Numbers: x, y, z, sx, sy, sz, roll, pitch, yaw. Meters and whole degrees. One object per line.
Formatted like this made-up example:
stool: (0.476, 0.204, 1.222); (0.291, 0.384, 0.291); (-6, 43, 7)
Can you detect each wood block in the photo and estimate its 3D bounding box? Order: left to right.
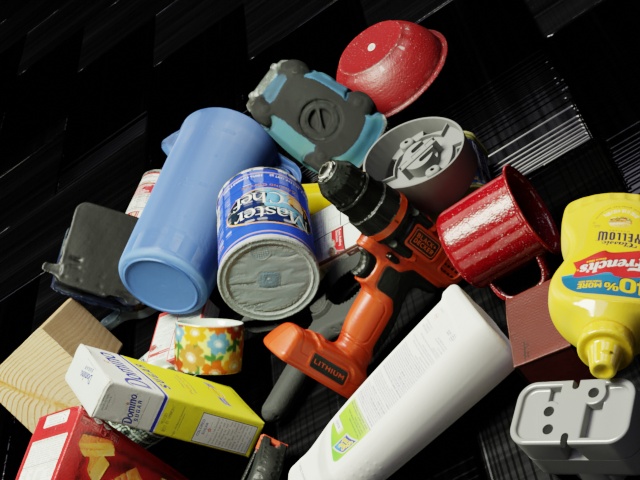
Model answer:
wood block: (-0.298, 0.140, 1.215); (0.090, 0.091, 0.206); (-44, 7, 2)

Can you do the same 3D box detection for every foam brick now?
foam brick: (0.189, 0.081, 0.876); (0.053, 0.051, 0.078); (-26, 37, 26)

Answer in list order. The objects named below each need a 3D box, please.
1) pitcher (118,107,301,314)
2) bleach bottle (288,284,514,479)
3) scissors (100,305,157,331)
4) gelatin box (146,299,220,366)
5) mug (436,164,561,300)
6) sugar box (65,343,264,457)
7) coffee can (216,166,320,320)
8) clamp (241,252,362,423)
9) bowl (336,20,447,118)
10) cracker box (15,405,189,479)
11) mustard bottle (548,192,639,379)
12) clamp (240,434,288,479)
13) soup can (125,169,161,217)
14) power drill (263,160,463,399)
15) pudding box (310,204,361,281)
pitcher: (-0.134, -0.032, 1.259); (0.149, 0.145, 0.242); (-24, 33, 39)
bleach bottle: (0.055, 0.155, 0.926); (0.251, 0.068, 0.102); (-44, 19, 7)
scissors: (-0.263, 0.089, 1.375); (0.202, 0.016, 0.096); (-27, 35, 23)
gelatin box: (-0.158, 0.114, 1.224); (0.073, 0.030, 0.089); (-22, 38, 27)
mug: (0.165, 0.002, 0.969); (0.082, 0.093, 0.117); (-33, 71, 24)
sugar box: (-0.151, 0.155, 1.038); (0.093, 0.176, 0.048); (31, 96, 56)
coffee can: (-0.057, 0.001, 1.117); (0.103, 0.102, 0.140); (-33, 31, 15)
clamp: (0.006, 0.083, 1.080); (0.210, 0.036, 0.164); (-35, 35, 18)
bowl: (0.075, -0.221, 1.325); (0.162, 0.055, 0.162); (-27, 37, 23)
cracker box: (-0.210, 0.283, 0.972); (0.072, 0.164, 0.213); (-22, 39, 32)
mustard bottle: (0.228, 0.037, 0.831); (0.096, 0.058, 0.191); (6, 38, 17)
clamp: (-0.066, 0.244, 0.942); (0.120, 0.039, 0.171); (-46, 20, 56)
soup can: (-0.222, -0.035, 1.421); (0.069, 0.068, 0.102); (-15, 43, 36)
power drill: (0.031, 0.040, 0.986); (0.187, 0.184, 0.057); (-55, 27, 0)
pudding box: (0.041, -0.012, 1.146); (0.114, 0.039, 0.090); (-27, 36, 21)
